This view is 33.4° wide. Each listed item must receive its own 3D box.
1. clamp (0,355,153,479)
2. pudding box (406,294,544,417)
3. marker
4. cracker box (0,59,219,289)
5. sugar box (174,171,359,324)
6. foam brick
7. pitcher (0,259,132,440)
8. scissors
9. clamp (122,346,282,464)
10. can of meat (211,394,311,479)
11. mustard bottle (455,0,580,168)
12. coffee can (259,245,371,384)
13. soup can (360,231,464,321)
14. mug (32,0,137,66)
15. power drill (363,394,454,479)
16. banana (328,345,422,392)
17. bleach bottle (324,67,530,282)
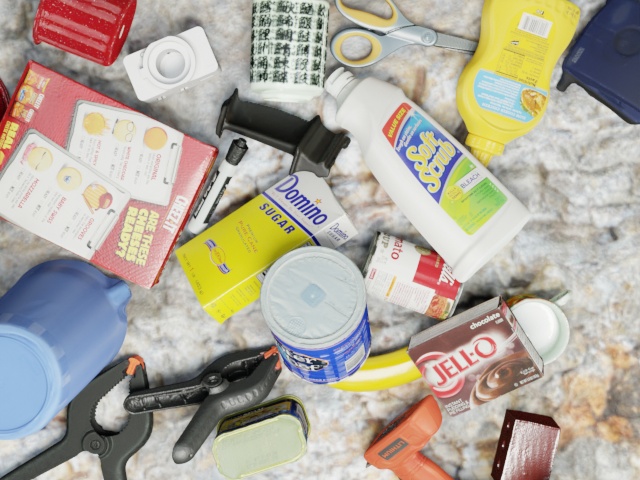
[{"bbox_3d":[-0.250,0.219,1.152,0.164,0.036,0.210,18,91,-1],"label":"clamp"},{"bbox_3d":[0.158,0.119,1.092,0.114,0.039,0.090,-29,105,20],"label":"pudding box"},{"bbox_3d":[-0.107,-0.057,1.121,0.020,0.020,0.121,31,118,-1],"label":"marker"},{"bbox_3d":[-0.236,-0.068,1.121,0.213,0.072,0.164,25,93,-1],"label":"cracker box"},{"bbox_3d":[-0.057,0.001,1.113,0.176,0.048,0.093,-36,50,3],"label":"sugar box"},{"bbox_3d":[0.219,0.225,1.139,0.051,0.053,0.078,13,92,0],"label":"foam brick"},{"bbox_3d":[-0.286,0.110,1.045,0.145,0.243,0.149,18,100,-2],"label":"pitcher"},{"bbox_3d":[0.098,-0.202,1.138,0.201,0.016,0.096,28,98,-6],"label":"scissors"},{"bbox_3d":[-0.108,0.166,1.108,0.171,0.120,0.039,-24,131,-17],"label":"clamp"},{"bbox_3d":[-0.062,0.209,1.126,0.102,0.084,0.057,-19,93,1],"label":"can of meat"},{"bbox_3d":[0.194,-0.166,1.112,0.096,0.058,0.192,16,98,-13],"label":"mustard bottle"},{"bbox_3d":[-0.002,0.078,1.075,0.103,0.140,0.103,-2,68,5],"label":"coffee can"},{"bbox_3d":[0.096,0.038,1.123,0.102,0.068,0.068,20,93,0],"label":"soup can"},{"bbox_3d":[-0.238,-0.241,1.111,0.081,0.093,0.117,22,56,-5],"label":"mug"},{"bbox_3d":[0.148,0.251,1.099,0.187,0.057,0.185,48,132,4],"label":"power drill"},{"bbox_3d":[0.069,0.125,1.143,0.198,0.037,0.069,-6,94,1],"label":"banana"},{"bbox_3d":[0.094,-0.080,1.100,0.102,0.068,0.251,-39,78,-25],"label":"bleach bottle"}]
